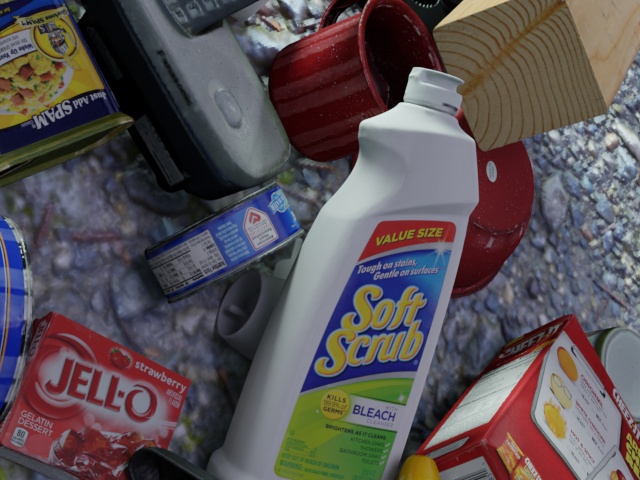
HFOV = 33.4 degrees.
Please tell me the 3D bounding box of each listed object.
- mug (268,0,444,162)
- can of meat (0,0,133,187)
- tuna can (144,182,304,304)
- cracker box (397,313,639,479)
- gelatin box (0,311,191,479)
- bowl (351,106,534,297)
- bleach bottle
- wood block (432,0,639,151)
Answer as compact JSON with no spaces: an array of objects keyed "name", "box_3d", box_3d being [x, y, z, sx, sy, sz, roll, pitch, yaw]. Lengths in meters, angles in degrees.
[{"name":"mug","box_3d":[0.021,-0.109,0.680,0.093,0.082,0.117,18,64,-48]},{"name":"can of meat","box_3d":[-0.161,-0.077,0.549,0.101,0.058,0.084,-29,95,-40]},{"name":"tuna can","box_3d":[-0.054,0.001,0.593,0.086,0.086,0.034,-31,95,-40]},{"name":"cracker box","box_3d":[0.147,0.162,0.674,0.164,0.072,0.213,60,30,-1]},{"name":"gelatin box","box_3d":[-0.119,0.089,0.551,0.089,0.030,0.073,33,58,-28]},{"name":"bowl","box_3d":[0.100,-0.043,0.751,0.161,0.055,0.162,12,70,-37]},{"name":"bleach bottle","box_3d":[0.021,0.028,0.585,0.102,0.068,0.251,15,95,-24]},{"name":"wood block","box_3d":[0.164,-0.152,0.747,0.090,0.091,0.205,64,35,-16]}]
